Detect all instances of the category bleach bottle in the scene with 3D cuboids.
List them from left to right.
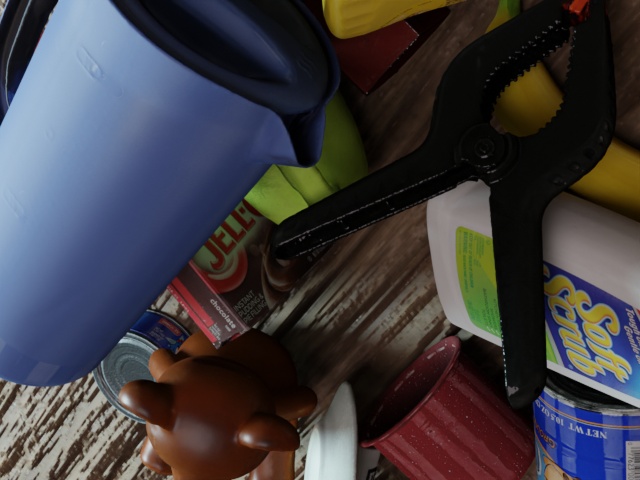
[{"bbox_3d":[0.161,0.034,0.536,0.251,0.068,0.102,24,132,51],"label":"bleach bottle"}]

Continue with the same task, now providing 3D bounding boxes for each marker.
[{"bbox_3d":[0.020,0.190,0.728,0.020,0.020,0.121,18,110,19],"label":"marker"}]

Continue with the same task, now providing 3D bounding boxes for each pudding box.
[{"bbox_3d":[-0.054,0.001,0.673,0.039,0.113,0.090,-35,96,40],"label":"pudding box"}]

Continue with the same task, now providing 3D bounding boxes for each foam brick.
[{"bbox_3d":[0.023,-0.131,0.599,0.078,0.052,0.051,46,127,0],"label":"foam brick"}]

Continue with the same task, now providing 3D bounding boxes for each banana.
[{"bbox_3d":[0.152,-0.055,0.579,0.198,0.037,0.070,43,127,2],"label":"banana"}]

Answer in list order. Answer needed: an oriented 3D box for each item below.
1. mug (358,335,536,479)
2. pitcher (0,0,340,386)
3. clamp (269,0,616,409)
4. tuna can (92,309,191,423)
[{"bbox_3d":[0.081,0.124,0.691,0.081,0.093,0.117,43,158,-5],"label":"mug"},{"bbox_3d":[-0.114,-0.042,0.551,0.144,0.149,0.243,24,126,-24],"label":"pitcher"},{"bbox_3d":[0.092,-0.032,0.538,0.165,0.036,0.210,39,91,26],"label":"clamp"},{"bbox_3d":[-0.133,0.097,0.816,0.086,0.033,0.086,13,121,22],"label":"tuna can"}]
